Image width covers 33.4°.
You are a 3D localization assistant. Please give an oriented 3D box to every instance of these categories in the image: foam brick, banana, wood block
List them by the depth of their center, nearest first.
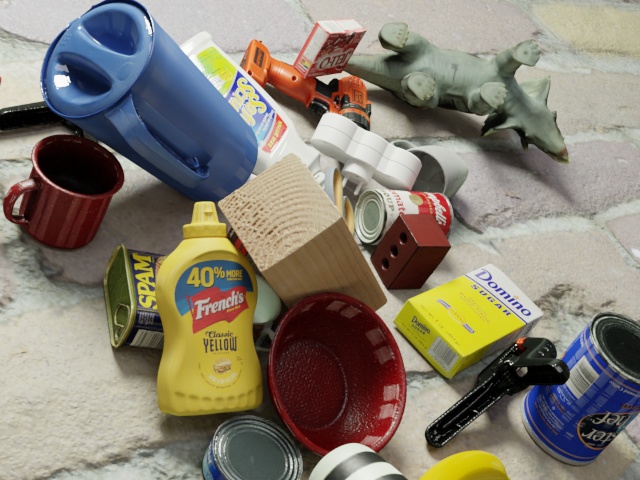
[{"bbox_3d":[0.125,0.245,1.020,0.197,0.037,0.070,-17,57,-44],"label":"banana"},{"bbox_3d":[-0.012,0.015,1.051,0.091,0.090,0.206,55,-2,30],"label":"wood block"},{"bbox_3d":[0.105,0.013,1.241,0.051,0.078,0.053,2,45,-34],"label":"foam brick"}]

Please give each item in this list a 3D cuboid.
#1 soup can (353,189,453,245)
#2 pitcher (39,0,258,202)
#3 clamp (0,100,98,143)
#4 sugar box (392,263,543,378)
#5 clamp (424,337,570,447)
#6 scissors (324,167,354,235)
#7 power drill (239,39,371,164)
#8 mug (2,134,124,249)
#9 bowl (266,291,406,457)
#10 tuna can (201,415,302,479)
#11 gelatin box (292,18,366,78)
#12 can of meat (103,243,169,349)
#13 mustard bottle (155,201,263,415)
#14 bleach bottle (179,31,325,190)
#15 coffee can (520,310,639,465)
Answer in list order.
[{"bbox_3d":[0.100,-0.027,1.293,0.102,0.069,0.068,2,45,-31],"label":"soup can"},{"bbox_3d":[-0.162,-0.125,1.105,0.145,0.149,0.242,7,-18,31],"label":"pitcher"},{"bbox_3d":[-0.269,-0.137,1.195,0.120,0.039,0.171,35,37,4],"label":"clamp"},{"bbox_3d":[0.173,0.088,1.227,0.175,0.048,0.093,-21,60,-45],"label":"sugar box"},{"bbox_3d":[0.193,0.149,1.131,0.036,0.165,0.209,58,17,0],"label":"clamp"},{"bbox_3d":[0.025,0.014,1.227,0.096,0.016,0.202,46,37,-63],"label":"scissors"},{"bbox_3d":[-0.021,-0.181,1.401,0.187,0.057,0.184,22,34,-15],"label":"power drill"},{"bbox_3d":[-0.260,-0.043,1.057,0.117,0.082,0.093,-18,58,-45],"label":"mug"},{"bbox_3d":[0.005,0.134,1.023,0.161,0.055,0.162,13,67,-33],"label":"bowl"},{"bbox_3d":[-0.061,0.200,0.949,0.086,0.034,0.086,18,38,-15],"label":"tuna can"},{"bbox_3d":[0.013,-0.251,1.399,0.030,0.073,0.089,45,33,19],"label":"gelatin box"},{"bbox_3d":[-0.158,0.058,1.031,0.083,0.058,0.102,11,42,-28],"label":"can of meat"},{"bbox_3d":[-0.103,0.061,0.976,0.096,0.058,0.191,0,86,-30],"label":"mustard bottle"},{"bbox_3d":[-0.084,-0.143,1.300,0.251,0.068,0.102,40,57,10],"label":"bleach bottle"},{"bbox_3d":[0.295,0.160,1.147,0.102,0.140,0.103,18,38,-15],"label":"coffee can"}]
